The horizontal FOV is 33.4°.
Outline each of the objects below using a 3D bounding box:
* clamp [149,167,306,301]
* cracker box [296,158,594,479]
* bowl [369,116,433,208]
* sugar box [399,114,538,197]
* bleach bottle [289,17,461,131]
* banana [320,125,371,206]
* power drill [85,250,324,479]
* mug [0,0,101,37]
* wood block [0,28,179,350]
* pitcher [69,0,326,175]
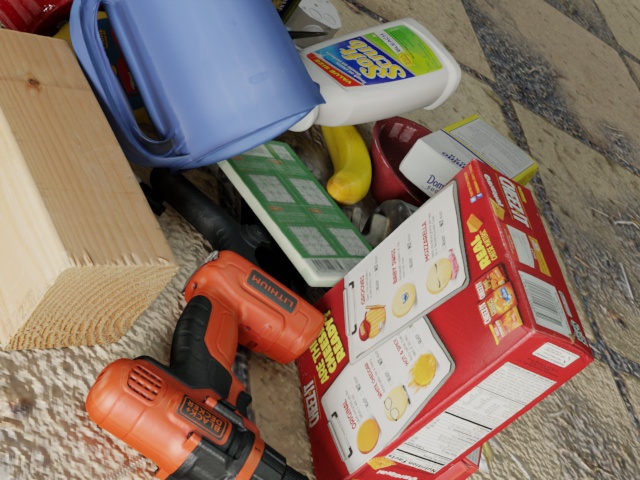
[{"bbox_3d":[-0.056,0.001,0.871,0.120,0.039,0.171,-10,57,-49],"label":"clamp"},{"bbox_3d":[0.078,0.072,0.765,0.072,0.214,0.164,25,36,-31],"label":"cracker box"},{"bbox_3d":[0.103,-0.053,1.101,0.162,0.055,0.162,29,33,-21],"label":"bowl"},{"bbox_3d":[0.152,-0.073,1.076,0.093,0.048,0.176,41,30,12],"label":"sugar box"},{"bbox_3d":[0.030,-0.153,1.050,0.250,0.068,0.102,-26,72,-45],"label":"bleach bottle"},{"bbox_3d":[0.021,-0.079,1.045,0.069,0.037,0.198,30,25,-26],"label":"banana"},{"bbox_3d":[-0.052,0.102,0.731,0.184,0.057,0.187,37,31,-11],"label":"power drill"},{"bbox_3d":[-0.226,-0.214,0.866,0.081,0.117,0.093,51,44,4],"label":"mug"},{"bbox_3d":[-0.188,-0.037,0.714,0.090,0.090,0.206,1,50,-47],"label":"wood block"},{"bbox_3d":[-0.111,-0.177,0.811,0.243,0.145,0.149,64,9,-3],"label":"pitcher"}]
